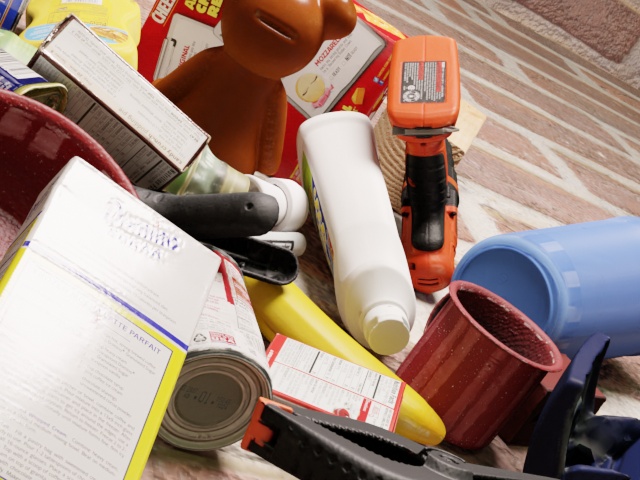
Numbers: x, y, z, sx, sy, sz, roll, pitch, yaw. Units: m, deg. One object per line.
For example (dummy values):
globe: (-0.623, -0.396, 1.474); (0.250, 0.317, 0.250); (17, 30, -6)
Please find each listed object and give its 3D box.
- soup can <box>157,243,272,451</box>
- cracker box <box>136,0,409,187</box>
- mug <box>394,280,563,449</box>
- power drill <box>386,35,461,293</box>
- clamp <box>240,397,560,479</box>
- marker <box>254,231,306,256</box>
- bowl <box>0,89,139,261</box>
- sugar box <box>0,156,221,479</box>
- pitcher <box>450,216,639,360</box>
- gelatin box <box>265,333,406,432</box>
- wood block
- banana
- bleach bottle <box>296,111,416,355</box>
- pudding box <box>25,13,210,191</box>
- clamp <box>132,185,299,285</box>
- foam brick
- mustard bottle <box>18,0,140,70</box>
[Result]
soup can: (-0.067, 0.056, 0.584); (0.068, 0.069, 0.102); (22, 24, -26)
cracker box: (-0.046, -0.164, 0.955); (0.214, 0.164, 0.072); (34, 19, 4)
mug: (0.100, 0.081, 0.738); (0.093, 0.082, 0.117); (23, 22, -30)
power drill: (0.092, -0.077, 0.906); (0.057, 0.187, 0.184); (-3, 47, 7)
clamp: (0.064, 0.129, 0.528); (0.210, 0.036, 0.165); (21, 3, -12)
marker: (-0.055, 0.001, 0.786); (0.120, 0.020, 0.020); (3, 36, -51)
bowl: (-0.164, 0.003, 0.539); (0.161, 0.055, 0.162); (26, 47, -31)
sugar box: (-0.112, 0.051, 0.475); (0.093, 0.048, 0.176); (37, 38, -18)
pitcher: (0.209, 0.045, 0.932); (0.242, 0.149, 0.145); (-2, 56, -50)
gelatin box: (0.002, 0.096, 0.629); (0.089, 0.030, 0.073); (22, 21, 4)
wood block: (0.106, -0.103, 1.133); (0.090, 0.091, 0.206); (34, 22, 3)
banana: (0.001, 0.064, 0.703); (0.198, 0.037, 0.069); (44, 24, 26)
bleach bottle: (0.030, -0.004, 0.807); (0.068, 0.102, 0.251); (-9, 30, -3)
pudding box: (-0.135, -0.074, 0.661); (0.113, 0.090, 0.039); (40, 56, -15)
clamp: (-0.094, -0.013, 0.641); (0.171, 0.120, 0.039); (10, 67, -1)
foam brick: (0.161, 0.116, 0.791); (0.078, 0.053, 0.051); (12, 30, -41)
mustard bottle: (-0.194, -0.150, 0.853); (0.096, 0.058, 0.191); (2, 29, -9)
